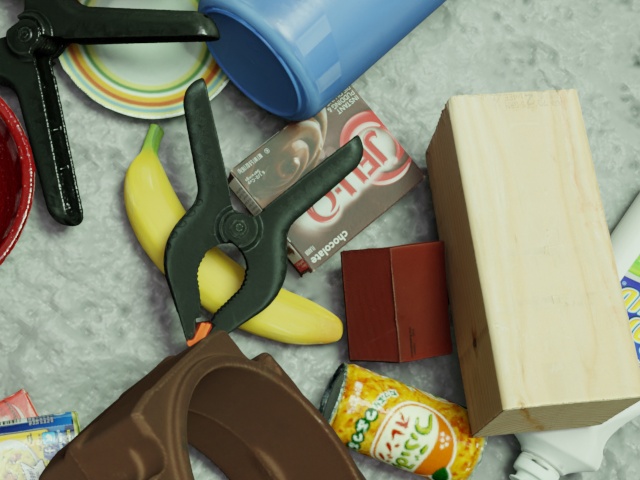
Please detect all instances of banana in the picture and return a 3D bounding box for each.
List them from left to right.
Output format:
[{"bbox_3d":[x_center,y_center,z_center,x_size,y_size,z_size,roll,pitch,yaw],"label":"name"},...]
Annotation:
[{"bbox_3d":[-0.071,0.010,0.721,0.069,0.037,0.198,-42,90,-14],"label":"banana"}]

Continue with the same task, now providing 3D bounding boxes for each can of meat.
[{"bbox_3d":[-0.179,0.154,0.627,0.083,0.057,0.102,-6,81,-17],"label":"can of meat"}]

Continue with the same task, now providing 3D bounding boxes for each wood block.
[{"bbox_3d":[0.133,0.015,0.697,0.090,0.091,0.206,-4,70,-7],"label":"wood block"}]

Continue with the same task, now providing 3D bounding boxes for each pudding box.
[{"bbox_3d":[0.003,-0.043,0.747,0.113,0.039,0.090,-40,90,-16],"label":"pudding box"}]

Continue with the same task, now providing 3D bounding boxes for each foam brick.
[{"bbox_3d":[0.051,0.041,0.719,0.052,0.051,0.078,-4,90,-40],"label":"foam brick"}]

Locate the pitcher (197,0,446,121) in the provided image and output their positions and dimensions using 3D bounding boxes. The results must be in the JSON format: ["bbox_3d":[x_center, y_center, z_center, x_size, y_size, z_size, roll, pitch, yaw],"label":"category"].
[{"bbox_3d":[0.025,-0.204,0.734,0.242,0.149,0.145,-46,133,-18],"label":"pitcher"}]

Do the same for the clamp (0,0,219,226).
[{"bbox_3d":[-0.176,-0.137,0.703,0.164,0.036,0.210,-45,78,9],"label":"clamp"}]

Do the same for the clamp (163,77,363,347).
[{"bbox_3d":[-0.042,-0.011,0.686,0.120,0.039,0.171,11,90,0],"label":"clamp"}]
